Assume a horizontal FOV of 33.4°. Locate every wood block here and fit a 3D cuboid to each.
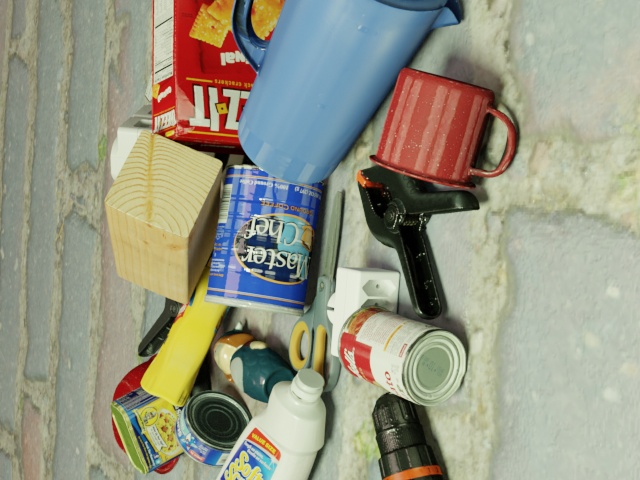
[{"bbox_3d":[-0.163,-0.018,1.125,0.206,0.090,0.090,107,-174,-68],"label":"wood block"}]

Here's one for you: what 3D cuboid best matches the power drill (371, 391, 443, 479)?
[{"bbox_3d":[0.047,0.248,0.963,0.188,0.057,0.184,-43,53,48],"label":"power drill"}]

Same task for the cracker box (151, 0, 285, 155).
[{"bbox_3d":[-0.088,-0.200,1.110,0.072,0.163,0.214,-10,80,60],"label":"cracker box"}]

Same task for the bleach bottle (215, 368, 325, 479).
[{"bbox_3d":[-0.054,0.228,1.111,0.103,0.067,0.251,52,132,40],"label":"bleach bottle"}]

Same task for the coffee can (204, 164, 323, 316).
[{"bbox_3d":[-0.057,0.001,1.089,0.103,0.102,0.140,2,82,58],"label":"coffee can"}]

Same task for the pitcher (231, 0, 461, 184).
[{"bbox_3d":[0.002,-0.172,0.977,0.149,0.144,0.243,57,139,24],"label":"pitcher"}]

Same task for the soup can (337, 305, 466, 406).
[{"bbox_3d":[0.070,0.099,0.927,0.102,0.068,0.068,15,101,57],"label":"soup can"}]

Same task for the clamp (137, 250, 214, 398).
[{"bbox_3d":[-0.176,0.088,1.348,0.165,0.036,0.210,20,105,49],"label":"clamp"}]

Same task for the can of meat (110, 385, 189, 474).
[{"bbox_3d":[-0.200,0.224,1.304,0.058,0.083,0.102,12,124,57],"label":"can of meat"}]

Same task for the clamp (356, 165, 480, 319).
[{"bbox_3d":[0.077,-0.010,0.951,0.172,0.039,0.120,43,119,58],"label":"clamp"}]

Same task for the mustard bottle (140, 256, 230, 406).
[{"bbox_3d":[-0.142,0.095,1.240,0.191,0.058,0.096,-64,5,-6],"label":"mustard bottle"}]

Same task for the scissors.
[{"bbox_3d":[-0.004,0.054,1.098,0.096,0.016,0.202,-8,81,58],"label":"scissors"}]

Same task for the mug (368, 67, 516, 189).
[{"bbox_3d":[0.105,-0.091,0.877,0.117,0.093,0.081,21,103,26],"label":"mug"}]

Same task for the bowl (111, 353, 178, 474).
[{"bbox_3d":[-0.237,0.232,1.423,0.162,0.055,0.162,-5,84,58],"label":"bowl"}]

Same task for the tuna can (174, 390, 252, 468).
[{"bbox_3d":[-0.119,0.212,1.207,0.034,0.086,0.086,-59,42,35],"label":"tuna can"}]
